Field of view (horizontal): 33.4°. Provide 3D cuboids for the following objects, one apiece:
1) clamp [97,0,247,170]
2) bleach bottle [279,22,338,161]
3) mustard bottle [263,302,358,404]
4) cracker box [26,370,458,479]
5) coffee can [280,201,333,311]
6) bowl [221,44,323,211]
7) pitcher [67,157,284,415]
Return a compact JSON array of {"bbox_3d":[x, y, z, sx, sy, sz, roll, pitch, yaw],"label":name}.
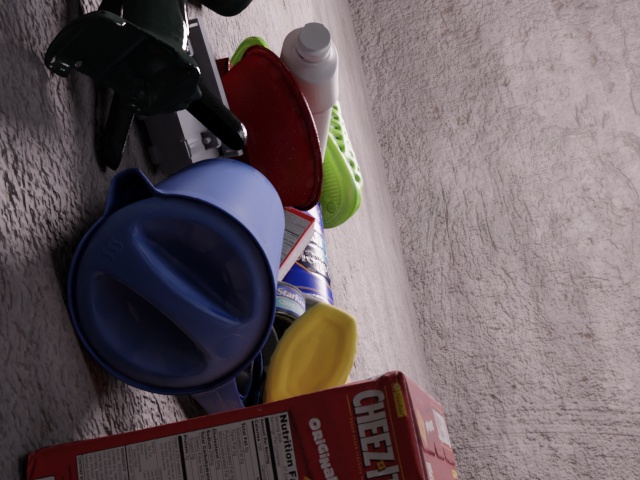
[{"bbox_3d":[-0.126,-0.135,0.848,0.039,0.120,0.171,-35,-118,52],"label":"clamp"},{"bbox_3d":[-0.022,-0.136,1.039,0.251,0.068,0.102,108,-29,-66],"label":"bleach bottle"},{"bbox_3d":[-0.014,0.126,0.860,0.192,0.058,0.096,102,14,-64],"label":"mustard bottle"},{"bbox_3d":[-0.036,0.136,0.618,0.164,0.214,0.072,47,31,-71],"label":"cracker box"},{"bbox_3d":[-0.042,0.028,1.088,0.102,0.103,0.140,63,16,-53],"label":"coffee can"},{"bbox_3d":[-0.060,-0.095,0.983,0.162,0.055,0.162,50,-28,39],"label":"bowl"},{"bbox_3d":[-0.085,0.020,0.784,0.242,0.145,0.149,-76,-172,-76],"label":"pitcher"}]
